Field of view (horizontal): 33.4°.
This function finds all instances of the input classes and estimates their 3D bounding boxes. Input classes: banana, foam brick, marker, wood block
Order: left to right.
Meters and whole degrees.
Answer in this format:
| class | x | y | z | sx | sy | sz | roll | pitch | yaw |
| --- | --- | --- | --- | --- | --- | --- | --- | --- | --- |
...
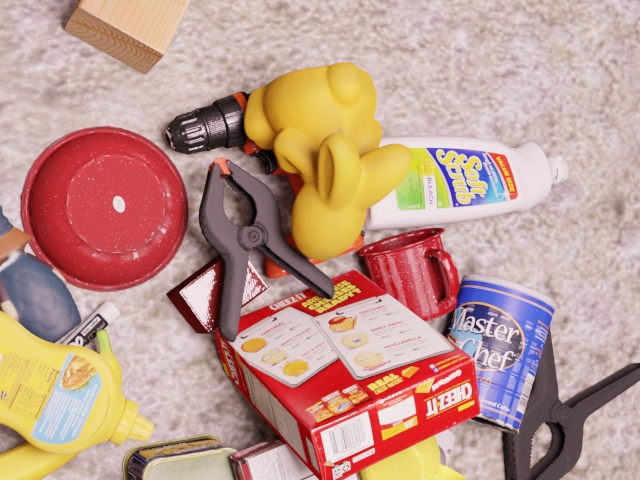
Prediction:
| class | x | y | z | sx | sy | sz | roll | pitch | yaw |
| --- | --- | --- | --- | --- | --- | --- | --- | --- | --- |
| banana | -0.248 | 0.174 | 0.986 | 0.069 | 0.037 | 0.197 | 45 | 73 | -6 |
| marker | -0.238 | 0.104 | 1.003 | 0.121 | 0.020 | 0.020 | -45 | 101 | -17 |
| wood block | -0.155 | -0.278 | 1.023 | 0.090 | 0.090 | 0.206 | 28 | 77 | -17 |
| foam brick | -0.100 | 0.049 | 1.039 | 0.078 | 0.053 | 0.051 | -37 | 99 | -18 |

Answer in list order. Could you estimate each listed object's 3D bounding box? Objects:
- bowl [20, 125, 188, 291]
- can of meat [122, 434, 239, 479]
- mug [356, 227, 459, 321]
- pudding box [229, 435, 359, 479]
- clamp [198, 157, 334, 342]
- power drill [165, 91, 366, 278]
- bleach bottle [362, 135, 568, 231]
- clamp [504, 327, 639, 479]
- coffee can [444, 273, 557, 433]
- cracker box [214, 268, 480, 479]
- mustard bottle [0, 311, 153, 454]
| class | x | y | z | sx | sy | sz | roll | pitch | yaw |
| --- | --- | --- | --- | --- | --- | --- | --- | --- | --- |
| bowl | -0.197 | -0.032 | 1.009 | 0.161 | 0.055 | 0.162 | 1 | 86 | -20 |
| can of meat | -0.127 | 0.220 | 1.001 | 0.102 | 0.084 | 0.057 | -6 | 88 | -21 |
| mug | 0.099 | 0.038 | 1.082 | 0.093 | 0.117 | 0.081 | -21 | 99 | -35 |
| pudding box | -0.020 | 0.223 | 0.985 | 0.113 | 0.039 | 0.090 | -16 | 93 | -31 |
| clamp | -0.057 | 0.001 | 1.012 | 0.120 | 0.039 | 0.171 | -13 | 88 | -27 |
| power drill | -0.045 | -0.061 | 1.065 | 0.184 | 0.057 | 0.187 | -18 | 94 | -17 |
| bleach bottle | 0.151 | -0.072 | 1.136 | 0.250 | 0.068 | 0.102 | -8 | 89 | -23 |
| clamp | 0.251 | 0.179 | 1.167 | 0.164 | 0.036 | 0.210 | 38 | 75 | -14 |
| coffee can | 0.176 | 0.118 | 1.109 | 0.102 | 0.103 | 0.140 | 22 | 79 | -17 |
| cracker box | 0.020 | 0.120 | 0.992 | 0.164 | 0.214 | 0.072 | -22 | 119 | -20 |
| mustard bottle | -0.237 | 0.134 | 0.941 | 0.191 | 0.058 | 0.096 | 25 | 83 | -14 |
